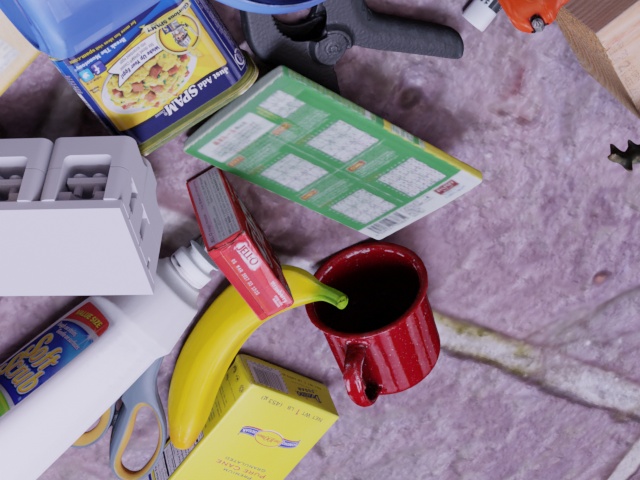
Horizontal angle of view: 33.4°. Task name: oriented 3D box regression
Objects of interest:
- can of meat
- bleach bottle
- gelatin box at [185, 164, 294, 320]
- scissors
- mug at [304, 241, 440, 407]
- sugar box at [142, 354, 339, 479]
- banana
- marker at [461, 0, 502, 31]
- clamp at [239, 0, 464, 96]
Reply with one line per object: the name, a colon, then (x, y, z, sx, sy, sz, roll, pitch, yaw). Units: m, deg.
can of meat: (-0.104, -0.112, 0.649, 0.102, 0.057, 0.084, -32, 126, 4)
bleach bottle: (-0.174, 0.090, 0.750, 0.251, 0.103, 0.068, -42, 119, 4)
gelatin box: (-0.055, 0.001, 0.723, 0.030, 0.089, 0.073, -31, 128, 3)
scissors: (-0.144, 0.084, 0.792, 0.096, 0.016, 0.202, 10, 104, 2)
mug: (0.041, 0.070, 0.794, 0.093, 0.117, 0.081, -3, 136, 20)
sugar box: (-0.075, 0.178, 0.867, 0.093, 0.048, 0.176, 26, 111, -32)
banana: (-0.065, 0.076, 0.788, 0.037, 0.070, 0.198, 6, 137, -49)
marker: (0.139, -0.191, 0.703, 0.020, 0.020, 0.121, 29, 110, -33)
clamp: (0.001, -0.122, 0.691, 0.171, 0.039, 0.120, 27, 109, -32)
